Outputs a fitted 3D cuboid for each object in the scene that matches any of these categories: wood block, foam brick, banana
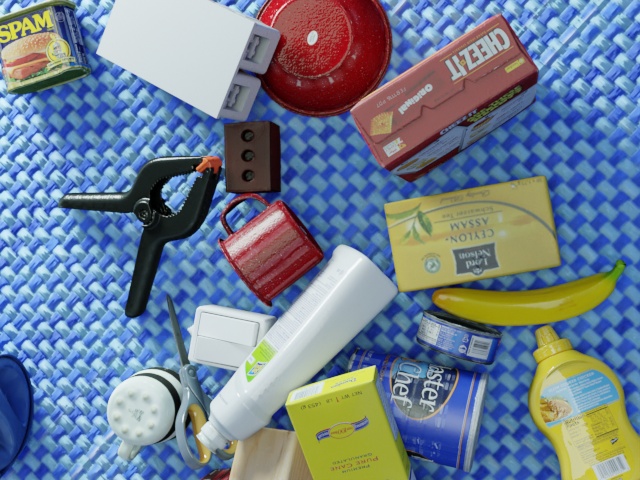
[{"bbox_3d":[-0.046,0.304,1.100,0.090,0.090,0.206,-2,69,46],"label":"wood block"},{"bbox_3d":[-0.074,-0.091,1.172,0.053,0.051,0.078,-2,89,11],"label":"foam brick"},{"bbox_3d":[0.218,0.059,1.107,0.198,0.037,0.069,-12,124,13],"label":"banana"}]

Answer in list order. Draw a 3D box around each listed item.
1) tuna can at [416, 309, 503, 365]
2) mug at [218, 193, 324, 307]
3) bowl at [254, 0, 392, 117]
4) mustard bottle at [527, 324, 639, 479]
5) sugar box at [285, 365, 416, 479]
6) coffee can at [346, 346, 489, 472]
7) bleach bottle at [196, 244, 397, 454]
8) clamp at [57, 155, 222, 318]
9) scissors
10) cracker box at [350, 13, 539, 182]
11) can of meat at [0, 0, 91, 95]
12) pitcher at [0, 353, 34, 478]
[{"bbox_3d":[0.143,0.100,1.107,0.086,0.086,0.034,17,94,11],"label":"tuna can"},{"bbox_3d":[-0.058,0.001,1.148,0.081,0.093,0.117,-38,90,4],"label":"mug"},{"bbox_3d":[-0.005,-0.217,1.158,0.162,0.055,0.162,0,90,12],"label":"bowl"},{"bbox_3d":[0.265,0.176,1.084,0.096,0.058,0.192,-22,72,1],"label":"mustard bottle"},{"bbox_3d":[0.038,0.220,1.053,0.093,0.048,0.176,-18,101,12],"label":"sugar box"},{"bbox_3d":[0.096,0.174,1.107,0.140,0.102,0.103,11,91,12],"label":"coffee can"},{"bbox_3d":[-0.033,0.118,1.109,0.251,0.103,0.068,-46,105,-5],"label":"bleach bottle"},{"bbox_3d":[-0.195,-0.036,1.185,0.210,0.036,0.164,-44,80,24],"label":"clamp"},{"bbox_3d":[-0.133,0.161,1.191,0.016,0.096,0.202,-29,52,30],"label":"scissors"},{"bbox_3d":[0.127,-0.133,1.048,0.164,0.213,0.072,-33,83,9],"label":"cracker box"},{"bbox_3d":[-0.321,-0.220,1.223,0.102,0.057,0.084,-15,89,12],"label":"can of meat"},{"bbox_3d":[-0.462,0.181,1.211,0.243,0.145,0.149,1,63,15],"label":"pitcher"}]
